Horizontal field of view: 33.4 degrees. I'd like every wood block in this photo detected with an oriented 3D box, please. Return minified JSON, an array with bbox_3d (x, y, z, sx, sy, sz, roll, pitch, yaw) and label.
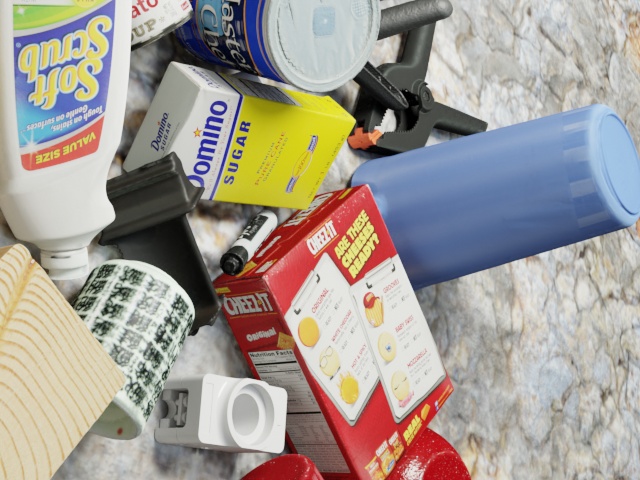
[{"bbox_3d":[-0.210,0.073,0.527,0.090,0.207,0.090,58,45,-24],"label":"wood block"}]

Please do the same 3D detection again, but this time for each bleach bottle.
[{"bbox_3d":[-0.165,-0.100,0.696,0.102,0.068,0.251,-6,101,-23],"label":"bleach bottle"}]

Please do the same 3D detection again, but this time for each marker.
[{"bbox_3d":[-0.055,0.001,0.833,0.121,0.020,0.020,-59,130,-70],"label":"marker"}]

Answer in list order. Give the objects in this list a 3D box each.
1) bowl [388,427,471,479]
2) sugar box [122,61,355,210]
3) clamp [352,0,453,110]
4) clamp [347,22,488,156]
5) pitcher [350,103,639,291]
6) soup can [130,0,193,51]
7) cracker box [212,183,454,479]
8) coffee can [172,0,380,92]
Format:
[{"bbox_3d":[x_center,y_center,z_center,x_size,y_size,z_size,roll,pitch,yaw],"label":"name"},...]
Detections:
[{"bbox_3d":[0.094,0.238,0.974,0.161,0.055,0.162,12,74,-48],"label":"bowl"},{"bbox_3d":[-0.059,-0.076,0.828,0.175,0.048,0.093,1,124,-51],"label":"sugar box"},{"bbox_3d":[0.030,-0.180,0.933,0.171,0.120,0.039,11,35,-29],"label":"clamp"},{"bbox_3d":[0.098,-0.135,1.067,0.209,0.036,0.164,-50,120,-40],"label":"clamp"},{"bbox_3d":[0.162,-0.037,0.964,0.145,0.243,0.149,59,37,-21],"label":"pitcher"},{"bbox_3d":[-0.144,-0.194,0.767,0.068,0.069,0.102,-49,119,-43],"label":"soup can"},{"bbox_3d":[0.016,0.085,0.901,0.164,0.072,0.213,-43,114,-46],"label":"cracker box"},{"bbox_3d":[-0.038,-0.174,0.809,0.102,0.141,0.103,-14,114,-35],"label":"coffee can"}]
